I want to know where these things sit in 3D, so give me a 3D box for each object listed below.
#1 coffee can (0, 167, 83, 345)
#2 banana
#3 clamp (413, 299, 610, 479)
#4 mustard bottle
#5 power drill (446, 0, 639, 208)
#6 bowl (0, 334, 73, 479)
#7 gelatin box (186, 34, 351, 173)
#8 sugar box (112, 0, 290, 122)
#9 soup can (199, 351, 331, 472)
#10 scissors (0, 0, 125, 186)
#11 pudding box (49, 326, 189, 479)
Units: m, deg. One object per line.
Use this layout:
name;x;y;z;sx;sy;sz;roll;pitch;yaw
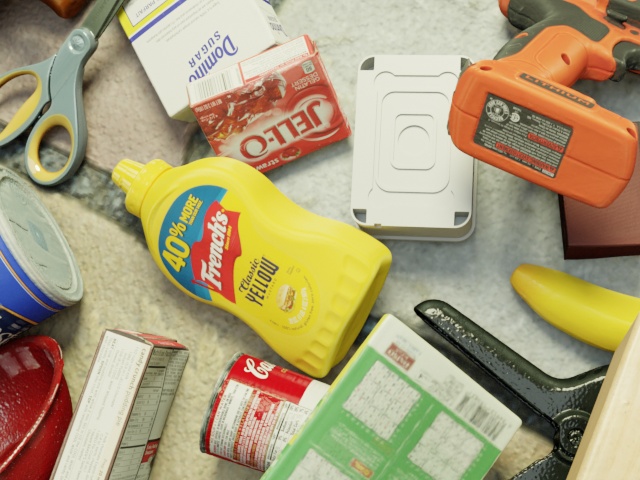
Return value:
coffee can;-0.243;0.030;0.701;0.140;0.102;0.103;-30;78;4
banana;0.219;0.044;0.660;0.198;0.037;0.069;-3;62;7
clamp;0.150;0.112;0.658;0.210;0.036;0.164;-5;79;6
mustard bottle;-0.055;0.001;0.691;0.192;0.058;0.096;32;120;14
power drill;0.170;-0.096;0.629;0.184;0.057;0.187;24;42;16
bowl;-0.212;0.137;0.677;0.162;0.162;0.055;-36;118;2
gelatin box;-0.033;-0.085;0.699;0.089;0.073;0.030;-21;44;6
sugar box;-0.098;-0.178;0.734;0.093;0.048;0.176;-31;80;18
soup can;-0.016;0.119;0.668;0.102;0.068;0.068;19;84;11
scissors;-0.158;-0.114;0.730;0.202;0.016;0.096;-34;87;19
pudding box;-0.126;0.113;0.676;0.039;0.090;0.113;16;85;10
